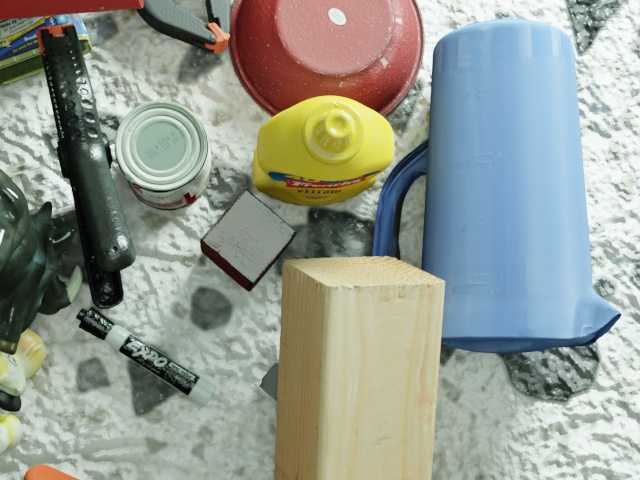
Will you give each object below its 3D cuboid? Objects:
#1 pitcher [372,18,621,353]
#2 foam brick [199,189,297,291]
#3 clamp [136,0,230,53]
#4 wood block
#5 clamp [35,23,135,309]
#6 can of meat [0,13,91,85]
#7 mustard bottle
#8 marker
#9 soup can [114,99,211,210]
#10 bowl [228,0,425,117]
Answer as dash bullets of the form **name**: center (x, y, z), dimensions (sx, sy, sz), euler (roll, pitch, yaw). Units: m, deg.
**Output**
- **pitcher**: center (0.129, -0.036, 0.811), dimensions (0.149, 0.145, 0.243), euler (3, 80, -17)
- **foam brick**: center (-0.055, 0.001, 0.809), dimensions (0.051, 0.078, 0.053), euler (40, 80, 0)
- **clamp**: center (-0.135, -0.218, 0.842), dimensions (0.120, 0.039, 0.171), euler (-27, 83, -6)
- **wood block**: center (0.024, 0.121, 0.762), dimensions (0.090, 0.091, 0.206), euler (-1, 102, -22)
- **clamp**: center (-0.166, -0.058, 0.759), dimensions (0.036, 0.165, 0.210), euler (-12, 87, -17)
- **can of meat**: center (-0.236, -0.172, 0.820), dimensions (0.102, 0.057, 0.084), euler (-22, 88, -7)
- **mustard bottle**: center (0.002, -0.064, 0.762), dimensions (0.096, 0.192, 0.058), euler (1, 85, -5)
- **marker**: center (-0.135, 0.088, 0.822), dimensions (0.121, 0.020, 0.020), euler (33, 83, -1)
- **soup can**: center (-0.116, -0.062, 0.796), dimensions (0.068, 0.102, 0.068), euler (0, 85, -5)
- **bowl**: center (0.008, -0.168, 0.841), dimensions (0.162, 0.055, 0.162), euler (1, 85, -6)
